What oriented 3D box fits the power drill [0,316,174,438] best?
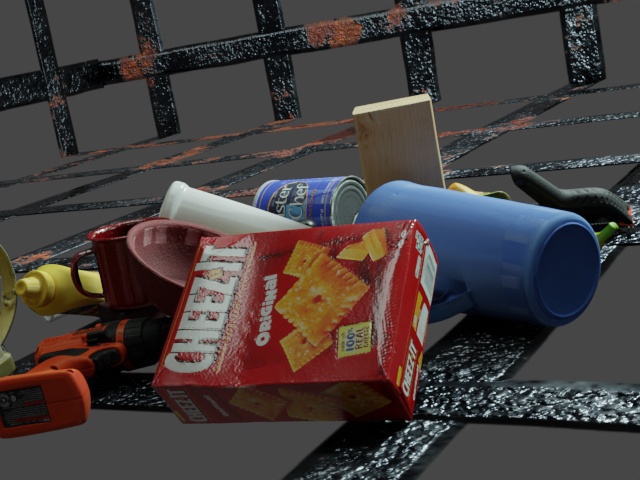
[{"bbox_3d":[-0.221,0.124,1.028,0.185,0.057,0.187,-13,8,17],"label":"power drill"}]

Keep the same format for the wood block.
[{"bbox_3d":[0.100,-0.058,1.243,0.091,0.206,0.090,-10,12,6],"label":"wood block"}]

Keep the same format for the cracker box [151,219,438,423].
[{"bbox_3d":[-0.019,0.068,0.904,0.214,0.072,0.164,-4,49,24],"label":"cracker box"}]

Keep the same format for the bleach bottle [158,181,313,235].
[{"bbox_3d":[-0.058,0.002,1.252,0.251,0.068,0.102,14,-20,10],"label":"bleach bottle"}]

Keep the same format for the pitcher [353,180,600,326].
[{"bbox_3d":[0.146,0.021,1.063,0.144,0.149,0.243,11,0,-38],"label":"pitcher"}]

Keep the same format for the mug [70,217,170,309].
[{"bbox_3d":[-0.211,0.028,1.153,0.117,0.081,0.093,-15,14,-22],"label":"mug"}]

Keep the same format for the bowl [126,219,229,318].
[{"bbox_3d":[-0.125,0.040,1.080,0.162,0.055,0.162,19,21,-8],"label":"bowl"}]

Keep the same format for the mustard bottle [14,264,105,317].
[{"bbox_3d":[-0.280,0.060,1.231,0.096,0.058,0.191,-5,-8,26],"label":"mustard bottle"}]

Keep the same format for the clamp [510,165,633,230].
[{"bbox_3d":[0.282,-0.042,1.269,0.209,0.036,0.165,2,-22,-11],"label":"clamp"}]

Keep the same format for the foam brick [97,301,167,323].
[{"bbox_3d":[-0.206,0.092,1.180,0.051,0.053,0.078,-17,13,-29],"label":"foam brick"}]

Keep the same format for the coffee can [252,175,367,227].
[{"bbox_3d":[-0.011,-0.036,1.487,0.141,0.103,0.102,-1,15,37],"label":"coffee can"}]
